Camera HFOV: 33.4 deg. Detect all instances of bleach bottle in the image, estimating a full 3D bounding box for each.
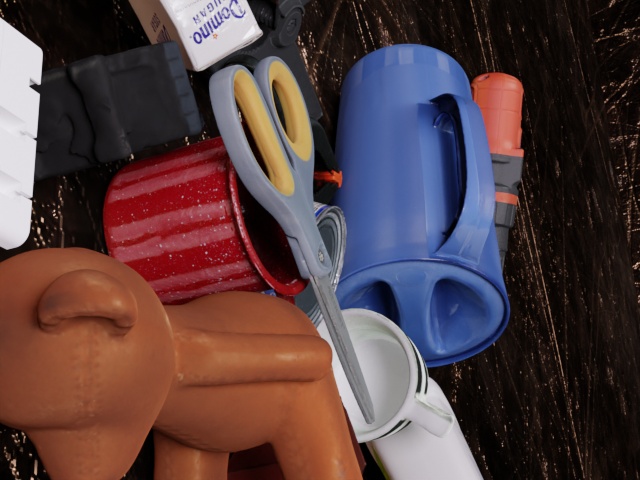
[{"bbox_3d":[0.103,0.212,0.709,0.102,0.068,0.251,62,1,-42],"label":"bleach bottle"}]

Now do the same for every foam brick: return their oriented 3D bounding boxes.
[{"bbox_3d":[-0.014,0.133,0.622,0.053,0.051,0.078,70,23,-15],"label":"foam brick"}]

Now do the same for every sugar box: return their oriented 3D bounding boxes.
[{"bbox_3d":[-0.095,-0.173,0.528,0.176,0.048,0.093,61,-11,-21],"label":"sugar box"}]

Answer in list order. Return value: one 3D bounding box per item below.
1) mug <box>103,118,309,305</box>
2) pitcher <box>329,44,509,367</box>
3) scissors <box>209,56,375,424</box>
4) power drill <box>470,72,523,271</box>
[{"bbox_3d":[-0.054,0.001,0.559,0.093,0.082,0.117,-62,135,-58],"label":"mug"},{"bbox_3d":[0.072,-0.040,0.809,0.145,0.149,0.243,54,29,-45],"label":"pitcher"},{"bbox_3d":[-0.004,-0.008,0.550,0.096,0.016,0.201,-73,143,-51],"label":"scissors"},{"bbox_3d":[0.139,-0.048,0.970,0.188,0.057,0.184,164,-66,-85],"label":"power drill"}]
